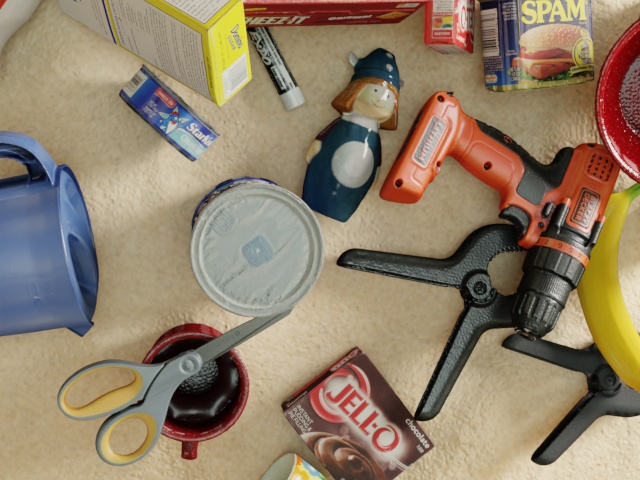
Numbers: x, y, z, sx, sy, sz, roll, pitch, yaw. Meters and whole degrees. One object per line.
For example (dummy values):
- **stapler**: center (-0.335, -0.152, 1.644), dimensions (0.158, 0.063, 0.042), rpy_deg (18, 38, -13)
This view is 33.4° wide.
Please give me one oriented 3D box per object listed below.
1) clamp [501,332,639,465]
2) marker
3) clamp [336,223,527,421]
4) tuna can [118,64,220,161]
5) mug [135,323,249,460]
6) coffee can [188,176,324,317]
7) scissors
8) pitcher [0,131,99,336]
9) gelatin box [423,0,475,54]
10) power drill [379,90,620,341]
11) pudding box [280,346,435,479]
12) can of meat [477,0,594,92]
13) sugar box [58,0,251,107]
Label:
- **clamp**: center (0.254, 0.138, 0.973), dimensions (0.171, 0.039, 0.120), rpy_deg (-5, 92, -4)
- **marker**: center (-0.048, -0.169, 0.918), dimensions (0.020, 0.020, 0.121), rpy_deg (-28, 98, -3)
- **clamp**: center (0.128, 0.038, 0.947), dimensions (0.210, 0.036, 0.164), rpy_deg (-33, 90, -8)
- **tuna can**: center (-0.125, -0.104, 0.883), dimensions (0.086, 0.086, 0.034), rpy_deg (42, 91, -9)
- **mug**: center (-0.109, 0.128, 0.910), dimensions (0.093, 0.081, 0.117), rpy_deg (0, 96, -7)
- **coffee can**: center (-0.056, 0.001, 0.874), dimensions (0.102, 0.140, 0.103), rpy_deg (-1, 96, -7)
- **scissors**: center (-0.108, 0.120, 0.859), dimensions (0.201, 0.016, 0.096), rpy_deg (-14, 99, -5)
- **pitcher**: center (-0.307, 0.014, 0.853), dimensions (0.242, 0.145, 0.149), rpy_deg (-10, 77, -3)
- **gelatin box**: center (0.111, -0.197, 0.898), dimensions (0.030, 0.089, 0.073), rpy_deg (4, 95, 18)
- **power drill**: center (0.149, -0.029, 0.913), dimensions (0.187, 0.057, 0.184), rpy_deg (27, 74, -5)
- **pudding box**: center (0.033, 0.165, 0.952), dimensions (0.090, 0.039, 0.113), rpy_deg (-38, 99, -3)
- **can of meat**: center (0.186, -0.173, 0.916), dimensions (0.101, 0.058, 0.084), rpy_deg (-9, 100, -26)
- **sugar box**: center (-0.136, -0.183, 0.833), dimensions (0.176, 0.093, 0.048), rpy_deg (35, 65, 20)
